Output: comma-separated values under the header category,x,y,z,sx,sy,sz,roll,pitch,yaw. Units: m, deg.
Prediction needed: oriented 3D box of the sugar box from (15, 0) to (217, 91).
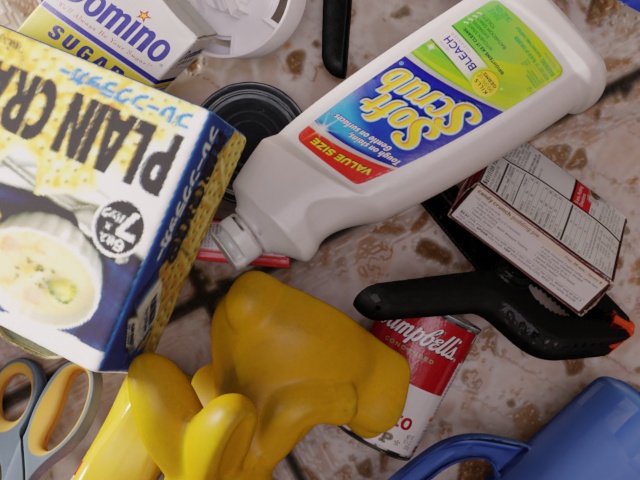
category,x,y,z,sx,sy,sz,roll,pitch,yaw
sugar box,-0.162,-0.108,0.708,0.093,0.048,0.176,47,111,-1

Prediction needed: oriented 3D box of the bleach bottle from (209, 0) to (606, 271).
category,x,y,z,sx,sy,sz,roll,pitch,yaw
bleach bottle,0.047,-0.059,0.656,0.250,0.068,0.102,-36,77,-9

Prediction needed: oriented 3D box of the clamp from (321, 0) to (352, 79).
category,x,y,z,sx,sy,sz,roll,pitch,yaw
clamp,0.018,-0.200,0.732,0.120,0.039,0.171,-36,85,1

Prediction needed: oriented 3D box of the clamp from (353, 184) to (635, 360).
category,x,y,z,sx,sy,sz,roll,pitch,yaw
clamp,0.114,0.029,0.705,0.210,0.164,0.036,31,134,-8

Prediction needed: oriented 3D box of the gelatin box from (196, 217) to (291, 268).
category,x,y,z,sx,sy,sz,roll,pitch,yaw
gelatin box,-0.055,0.001,0.714,0.073,0.089,0.030,6,89,-1

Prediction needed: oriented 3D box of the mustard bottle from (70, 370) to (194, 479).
category,x,y,z,sx,sy,sz,roll,pitch,yaw
mustard bottle,-0.146,0.173,0.717,0.058,0.096,0.191,31,92,-2

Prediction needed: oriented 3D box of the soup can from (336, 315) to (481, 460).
category,x,y,z,sx,sy,sz,roll,pitch,yaw
soup can,0.056,0.089,0.729,0.068,0.068,0.102,28,93,-1

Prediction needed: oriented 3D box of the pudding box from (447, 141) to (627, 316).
category,x,y,z,sx,sy,sz,roll,pitch,yaw
pudding box,0.147,-0.015,0.712,0.113,0.090,0.039,36,127,-1

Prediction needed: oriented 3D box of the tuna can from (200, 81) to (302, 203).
category,x,y,z,sx,sy,sz,roll,pitch,yaw
tuna can,-0.048,-0.066,0.739,0.086,0.034,0.086,0,92,0

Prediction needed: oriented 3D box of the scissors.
category,x,y,z,sx,sy,sz,roll,pitch,yaw
scissors,-0.219,0.164,0.722,0.096,0.016,0.201,25,78,31
